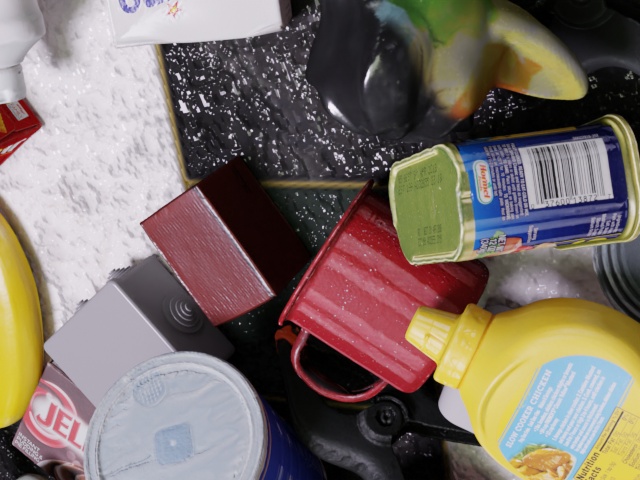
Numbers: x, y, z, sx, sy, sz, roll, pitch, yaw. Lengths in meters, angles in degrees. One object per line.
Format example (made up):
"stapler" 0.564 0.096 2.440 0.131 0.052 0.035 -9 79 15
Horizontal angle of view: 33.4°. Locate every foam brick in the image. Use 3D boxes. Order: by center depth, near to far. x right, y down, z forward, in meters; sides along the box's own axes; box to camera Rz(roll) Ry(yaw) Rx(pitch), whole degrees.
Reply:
"foam brick" -0.054 0.001 0.623 0.051 0.052 0.078 -32 96 34

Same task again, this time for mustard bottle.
"mustard bottle" 0.129 0.080 0.495 0.192 0.058 0.096 25 125 9

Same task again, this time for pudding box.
"pudding box" -0.154 0.140 0.749 0.113 0.039 0.090 36 124 7

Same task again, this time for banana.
"banana" -0.224 0.064 0.748 0.070 0.037 0.198 21 122 15

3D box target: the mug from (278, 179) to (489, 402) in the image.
"mug" 0.030 0.037 0.573 0.081 0.093 0.117 33 106 3

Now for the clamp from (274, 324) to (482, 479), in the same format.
"clamp" 0.048 0.103 0.613 0.171 0.120 0.039 49 157 17

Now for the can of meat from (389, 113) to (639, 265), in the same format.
"can of meat" 0.086 -0.020 0.494 0.083 0.102 0.057 -8 88 -13

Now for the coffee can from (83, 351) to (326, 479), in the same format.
"coffee can" -0.061 0.136 0.622 0.103 0.102 0.140 12 159 21
